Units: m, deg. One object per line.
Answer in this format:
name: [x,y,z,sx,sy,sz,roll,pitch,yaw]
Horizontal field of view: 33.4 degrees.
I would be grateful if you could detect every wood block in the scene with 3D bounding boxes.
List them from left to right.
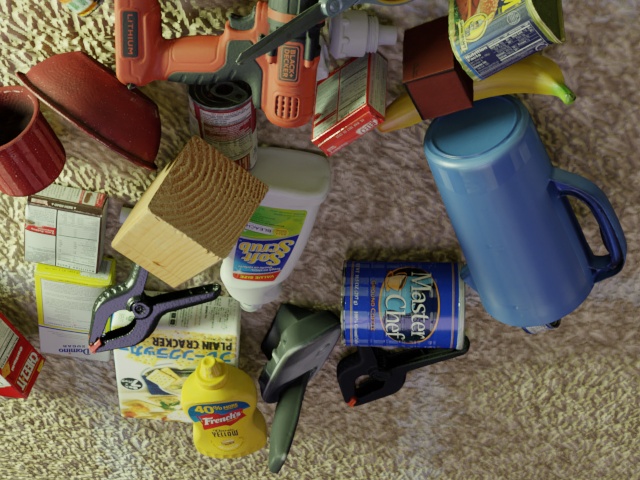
wood block: [-0.139,-0.023,1.091,0.090,0.090,0.206,35,160,-12]

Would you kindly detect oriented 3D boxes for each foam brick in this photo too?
foam brick: [0.109,-0.161,0.994,0.053,0.078,0.051,-14,137,23]

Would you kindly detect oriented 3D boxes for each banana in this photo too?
banana: [0.147,-0.144,1.018,0.198,0.069,0.037,-8,124,28]

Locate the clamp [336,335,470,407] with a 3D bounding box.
clamp: [0.090,0.162,1.403,0.164,0.036,0.210,13,141,-10]

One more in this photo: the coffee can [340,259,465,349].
coffee can: [0.097,0.075,1.250,0.140,0.102,0.103,1,139,5]

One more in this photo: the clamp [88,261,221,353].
clamp: [-0.217,0.063,1.266,0.171,0.039,0.120,-34,107,2]

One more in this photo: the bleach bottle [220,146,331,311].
bleach bottle: [-0.058,0.001,1.212,0.102,0.068,0.251,9,142,-4]

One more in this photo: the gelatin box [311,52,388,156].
gelatin box: [0.029,-0.133,1.024,0.073,0.089,0.030,-31,129,34]

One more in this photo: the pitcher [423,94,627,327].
pitcher: [0.204,-0.033,1.099,0.149,0.145,0.242,-34,131,-4]

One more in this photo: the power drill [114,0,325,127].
power drill: [-0.089,-0.198,0.961,0.188,0.057,0.184,8,115,6]

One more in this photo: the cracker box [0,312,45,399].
cracker box: [-0.474,0.112,1.349,0.164,0.072,0.213,2,143,27]

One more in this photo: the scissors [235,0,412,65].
scissors: [0.013,-0.222,0.911,0.201,0.016,0.096,-21,126,-16]

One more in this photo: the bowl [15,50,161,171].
bowl: [-0.210,-0.134,1.029,0.162,0.162,0.055,34,94,-30]

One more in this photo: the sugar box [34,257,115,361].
sugar box: [-0.307,0.084,1.344,0.093,0.048,0.176,9,143,-5]

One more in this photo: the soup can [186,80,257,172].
soup can: [-0.097,-0.118,1.070,0.068,0.068,0.102,3,140,1]

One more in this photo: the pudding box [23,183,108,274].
pudding box: [-0.295,-0.014,1.234,0.090,0.039,0.114,10,141,-8]

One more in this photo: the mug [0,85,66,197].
mug: [-0.324,-0.102,1.104,0.117,0.093,0.081,21,153,30]

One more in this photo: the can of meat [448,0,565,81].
can of meat: [0.160,-0.198,0.929,0.084,0.102,0.057,-25,132,33]

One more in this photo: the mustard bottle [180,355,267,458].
mustard bottle: [-0.126,0.207,1.360,0.096,0.058,0.191,-5,139,3]
